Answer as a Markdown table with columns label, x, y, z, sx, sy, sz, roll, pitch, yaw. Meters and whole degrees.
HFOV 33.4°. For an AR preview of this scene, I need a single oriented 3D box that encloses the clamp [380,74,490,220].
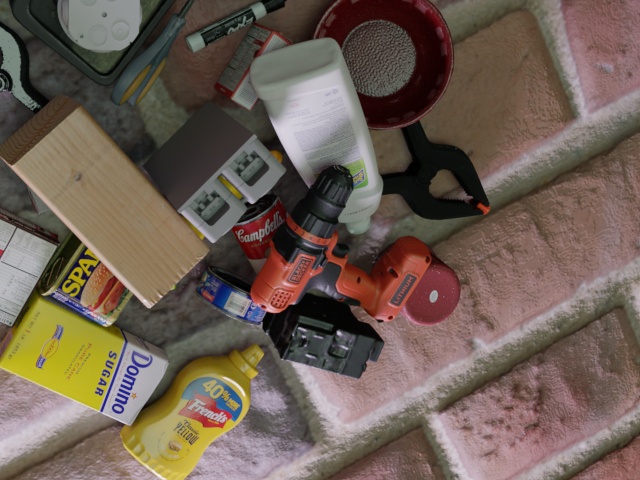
| label | x | y | z | sx | sy | sz | roll | pitch | yaw |
| --- | --- | --- | --- | --- | --- | --- | --- | --- | --- |
| clamp | 0.111 | -0.077 | 1.289 | 0.209 | 0.036 | 0.164 | 35 | 95 | -22 |

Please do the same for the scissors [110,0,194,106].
| label | x | y | z | sx | sy | sz | roll | pitch | yaw |
| --- | --- | --- | --- | --- | --- | --- | --- | --- | --- |
| scissors | -0.160 | -0.210 | 1.092 | 0.016 | 0.096 | 0.202 | 37 | 124 | 1 |

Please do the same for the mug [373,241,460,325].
| label | x | y | z | sx | sy | sz | roll | pitch | yaw |
| --- | --- | --- | --- | --- | --- | --- | --- | --- | --- |
| mug | 0.109 | 0.059 | 1.309 | 0.117 | 0.082 | 0.093 | -23 | 114 | -12 |

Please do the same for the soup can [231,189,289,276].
| label | x | y | z | sx | sy | sz | roll | pitch | yaw |
| --- | --- | --- | --- | --- | --- | --- | --- | --- | --- |
| soup can | -0.058 | 0.002 | 1.237 | 0.068 | 0.069 | 0.102 | -31 | 116 | -8 |

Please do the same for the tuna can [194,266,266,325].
| label | x | y | z | sx | sy | sz | roll | pitch | yaw |
| --- | --- | --- | --- | --- | --- | --- | --- | --- | --- |
| tuna can | -0.100 | 0.063 | 1.233 | 0.086 | 0.086 | 0.034 | 25 | 96 | -25 |

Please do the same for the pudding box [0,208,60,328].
| label | x | y | z | sx | sy | sz | roll | pitch | yaw |
| --- | --- | --- | --- | --- | --- | --- | --- | --- | --- |
| pudding box | -0.349 | 0.027 | 1.157 | 0.090 | 0.039 | 0.113 | 28 | 98 | -26 |

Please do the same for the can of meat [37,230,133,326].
| label | x | y | z | sx | sy | sz | roll | pitch | yaw |
| --- | --- | --- | --- | --- | --- | --- | --- | --- | --- |
| can of meat | -0.248 | 0.034 | 1.183 | 0.083 | 0.058 | 0.102 | 35 | 87 | -28 |

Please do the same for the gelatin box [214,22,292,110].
| label | x | y | z | sx | sy | sz | roll | pitch | yaw |
| --- | --- | --- | --- | --- | --- | --- | --- | --- | --- |
| gelatin box | -0.074 | -0.190 | 1.164 | 0.030 | 0.073 | 0.089 | 31 | 94 | -27 |

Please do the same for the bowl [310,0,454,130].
| label | x | y | z | sx | sy | sz | roll | pitch | yaw |
| --- | --- | --- | --- | --- | --- | --- | --- | --- | --- |
| bowl | 0.067 | -0.206 | 1.204 | 0.162 | 0.055 | 0.162 | 0 | 98 | 0 |

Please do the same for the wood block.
| label | x | y | z | sx | sy | sz | roll | pitch | yaw |
| --- | --- | --- | --- | --- | --- | --- | --- | --- | --- |
| wood block | -0.220 | -0.040 | 1.092 | 0.090 | 0.090 | 0.206 | -44 | 119 | -10 |

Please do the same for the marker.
| label | x | y | z | sx | sy | sz | roll | pitch | yaw |
| --- | --- | --- | --- | --- | --- | --- | --- | --- | --- |
| marker | -0.091 | -0.241 | 1.171 | 0.121 | 0.020 | 0.020 | -29 | 115 | -9 |

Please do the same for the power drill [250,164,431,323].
| label | x | y | z | sx | sy | sz | roll | pitch | yaw |
| --- | --- | --- | --- | --- | --- | --- | --- | --- | --- |
| power drill | 0.033 | 0.013 | 1.199 | 0.187 | 0.057 | 0.185 | 17 | 115 | -35 |

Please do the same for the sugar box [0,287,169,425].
| label | x | y | z | sx | sy | sz | roll | pitch | yaw |
| --- | --- | --- | --- | --- | --- | --- | --- | --- | --- |
| sugar box | -0.269 | 0.134 | 1.218 | 0.176 | 0.048 | 0.093 | 30 | 95 | -25 |

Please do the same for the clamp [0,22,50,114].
| label | x | y | z | sx | sy | sz | roll | pitch | yaw |
| --- | --- | --- | --- | --- | --- | --- | --- | --- | --- |
| clamp | -0.322 | -0.161 | 1.103 | 0.120 | 0.039 | 0.171 | -13 | 111 | -17 |

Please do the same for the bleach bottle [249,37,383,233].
| label | x | y | z | sx | sy | sz | roll | pitch | yaw |
| --- | --- | --- | --- | --- | --- | --- | --- | --- | --- |
| bleach bottle | 0.006 | -0.099 | 1.173 | 0.102 | 0.068 | 0.251 | -15 | 135 | 5 |

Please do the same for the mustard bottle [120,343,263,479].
| label | x | y | z | sx | sy | sz | roll | pitch | yaw |
| --- | --- | --- | --- | --- | --- | --- | --- | --- | --- |
| mustard bottle | -0.141 | 0.196 | 1.278 | 0.191 | 0.058 | 0.096 | -45 | 114 | -2 |
